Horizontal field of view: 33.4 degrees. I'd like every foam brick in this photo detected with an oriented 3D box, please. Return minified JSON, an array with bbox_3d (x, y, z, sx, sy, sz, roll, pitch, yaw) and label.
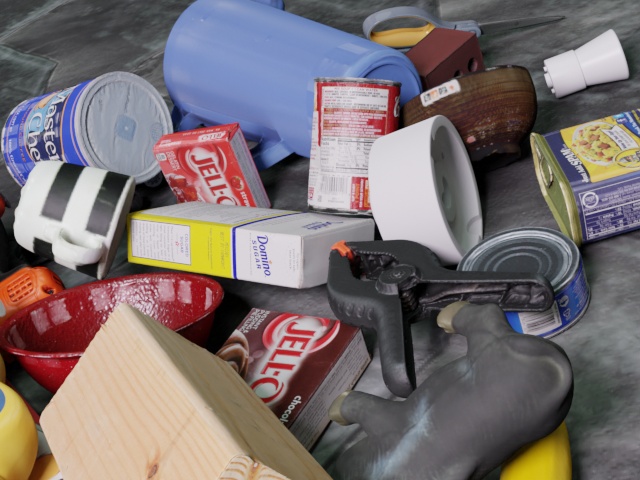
[{"bbox_3d":[0.106,-0.150,0.970,0.051,0.053,0.078,17,50,44],"label":"foam brick"}]

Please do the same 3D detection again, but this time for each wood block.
[{"bbox_3d":[-0.071,0.120,0.560,0.091,0.090,0.206,-55,29,0],"label":"wood block"}]

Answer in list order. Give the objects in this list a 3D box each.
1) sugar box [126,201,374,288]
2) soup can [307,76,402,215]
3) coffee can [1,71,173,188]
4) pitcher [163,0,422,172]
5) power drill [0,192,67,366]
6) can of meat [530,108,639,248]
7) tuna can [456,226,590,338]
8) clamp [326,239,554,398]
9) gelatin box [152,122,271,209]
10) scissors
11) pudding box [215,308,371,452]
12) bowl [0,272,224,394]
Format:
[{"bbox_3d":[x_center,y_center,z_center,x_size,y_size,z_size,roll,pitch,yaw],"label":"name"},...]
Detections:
[{"bbox_3d":[-0.056,0.001,0.821,0.177,0.048,0.093,10,15,36],"label":"sugar box"},{"bbox_3d":[0.026,-0.072,0.821,0.068,0.102,0.068,3,5,0],"label":"soup can"},{"bbox_3d":[-0.221,-0.096,1.006,0.141,0.102,0.102,-5,34,46],"label":"coffee can"},{"bbox_3d":[-0.032,-0.133,0.968,0.144,0.149,0.243,-13,26,-38],"label":"pitcher"},{"bbox_3d":[-0.308,0.042,0.885,0.184,0.057,0.188,-32,51,-1],"label":"power drill"},{"bbox_3d":[0.205,-0.046,0.760,0.084,0.057,0.102,-16,34,4],"label":"can of meat"},{"bbox_3d":[0.134,0.029,0.712,0.086,0.033,0.086,-15,33,10],"label":"tuna can"},{"bbox_3d":[0.050,0.042,0.680,0.120,0.039,0.172,-29,26,-29],"label":"clamp"},{"bbox_3d":[-0.091,-0.053,0.907,0.073,0.089,0.030,-5,36,23],"label":"gelatin box"},{"bbox_3d":[0.130,-0.188,1.030,0.201,0.096,0.016,0,54,-22],"label":"scissors"},{"bbox_3d":[-0.031,0.096,0.705,0.090,0.039,0.113,5,41,33],"label":"pudding box"},{"bbox_3d":[-0.144,0.074,0.761,0.162,0.055,0.162,-8,15,2],"label":"bowl"}]
